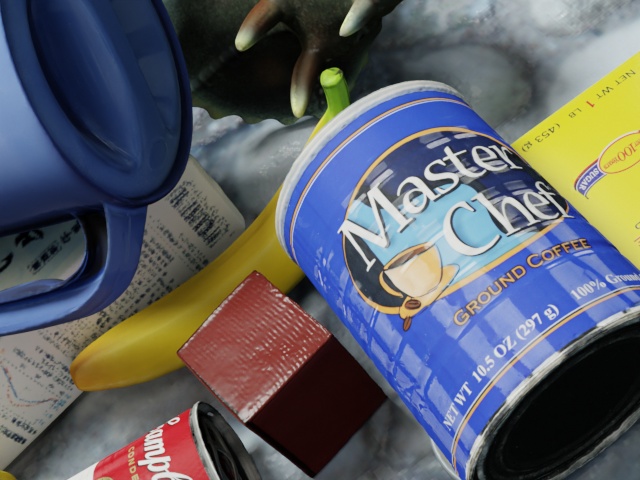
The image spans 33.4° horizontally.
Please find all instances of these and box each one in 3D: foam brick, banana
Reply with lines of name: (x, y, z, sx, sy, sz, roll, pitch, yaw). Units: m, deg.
foam brick: (-0.016, 0.059, 0.469, 0.051, 0.078, 0.053, -47, 56, -6)
banana: (-0.038, 0.006, 0.514, 0.198, 0.069, 0.037, -49, 34, 11)

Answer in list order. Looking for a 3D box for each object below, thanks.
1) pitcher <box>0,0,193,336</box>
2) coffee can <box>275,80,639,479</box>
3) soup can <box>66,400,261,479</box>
pitcher: (-0.188, -0.041, 0.486, 0.243, 0.145, 0.149, -15, 39, 23)
coffee can: (0.060, 0.017, 0.427, 0.103, 0.102, 0.140, -37, 55, -2)
soup can: (-0.079, 0.124, 0.464, 0.102, 0.068, 0.068, -30, 55, 4)
